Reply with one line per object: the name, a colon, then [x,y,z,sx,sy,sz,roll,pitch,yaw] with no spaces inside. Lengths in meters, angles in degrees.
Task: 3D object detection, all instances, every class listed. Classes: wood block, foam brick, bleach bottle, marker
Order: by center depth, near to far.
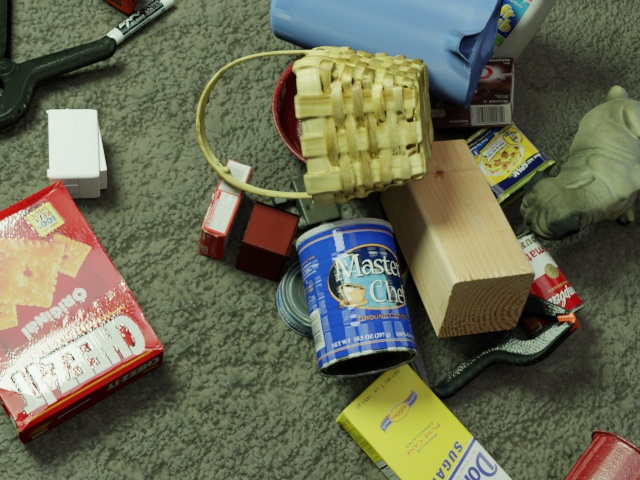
wood block: [0.141,-0.006,1.142,0.090,0.090,0.206,-6,47,-14]
foam brick: [-0.058,0.001,1.150,0.051,0.078,0.053,18,65,-3]
bleach bottle: [0.218,-0.285,1.216,0.068,0.251,0.102,-34,79,-21]
marker: [-0.221,-0.251,1.247,0.020,0.020,0.121,45,69,8]

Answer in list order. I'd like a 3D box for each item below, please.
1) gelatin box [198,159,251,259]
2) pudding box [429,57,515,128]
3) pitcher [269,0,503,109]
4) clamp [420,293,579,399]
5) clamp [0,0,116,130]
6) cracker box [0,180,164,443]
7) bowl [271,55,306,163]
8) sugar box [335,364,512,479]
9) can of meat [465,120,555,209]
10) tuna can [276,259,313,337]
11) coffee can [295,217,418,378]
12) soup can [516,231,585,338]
gelatin box: [-0.105,-0.033,1.156,0.030,0.073,0.089,20,68,-2]
pudding box: [0.169,-0.173,1.248,0.113,0.039,0.090,2,47,11]
pitcher: [0.075,-0.244,1.190,0.243,0.149,0.145,19,59,10]
clamp: [0.187,0.092,1.153,0.171,0.039,0.120,-20,73,12]
clamp: [-0.355,-0.195,1.190,0.165,0.036,0.209,37,72,14]
cracker box: [-0.282,0.070,1.085,0.164,0.072,0.214,-30,78,-19]
bowl: [0.020,-0.137,1.229,0.162,0.055,0.162,4,68,-9]
sugar box: [0.109,0.220,1.115,0.093,0.048,0.176,-40,80,-21]
can of meat: [0.207,-0.088,1.246,0.102,0.057,0.084,-35,77,-21]
tuna can: [-0.004,0.060,1.161,0.086,0.034,0.086,4,69,-9]
coffee can: [0.036,0.060,1.093,0.102,0.103,0.140,-6,71,-13]
soup can: [0.239,0.049,1.193,0.068,0.068,0.102,-27,76,-19]
